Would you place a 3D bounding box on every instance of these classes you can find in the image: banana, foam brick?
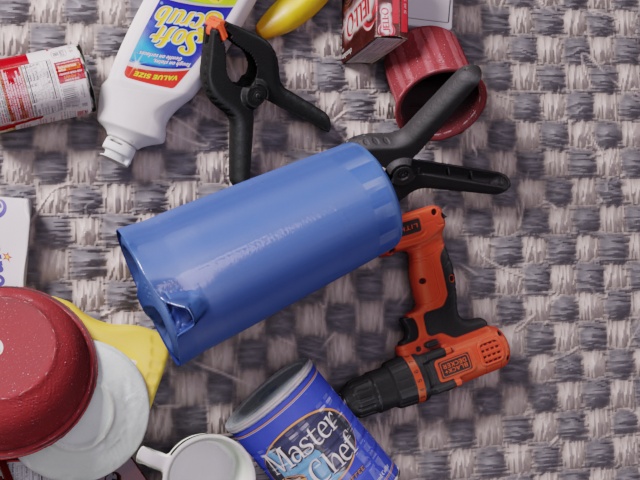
[{"bbox_3d":[-0.004,-0.287,1.089,0.069,0.037,0.198,17,80,8],"label":"banana"},{"bbox_3d":[-0.195,0.220,0.994,0.053,0.051,0.078,-35,94,-14],"label":"foam brick"}]

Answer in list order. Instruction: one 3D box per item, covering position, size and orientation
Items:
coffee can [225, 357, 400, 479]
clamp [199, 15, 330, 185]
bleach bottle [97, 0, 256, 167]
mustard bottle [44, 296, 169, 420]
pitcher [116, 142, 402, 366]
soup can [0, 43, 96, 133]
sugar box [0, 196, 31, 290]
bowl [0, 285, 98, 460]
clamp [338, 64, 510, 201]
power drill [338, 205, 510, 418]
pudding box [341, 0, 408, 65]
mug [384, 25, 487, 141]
[{"bbox_3d":[-0.007,0.197,1.015,0.102,0.103,0.140,-41,96,-13],"label":"coffee can"},{"bbox_3d":[-0.073,-0.133,1.032,0.120,0.039,0.171,-47,123,-14],"label":"clamp"},{"bbox_3d":[-0.137,-0.184,1.034,0.102,0.068,0.251,26,82,-9],"label":"bleach bottle"},{"bbox_3d":[-0.243,0.104,0.987,0.191,0.058,0.096,20,83,-12],"label":"mustard bottle"},{"bbox_3d":[-0.056,0.001,0.975,0.242,0.145,0.149,-25,65,-15],"label":"pitcher"},{"bbox_3d":[-0.267,-0.141,0.995,0.102,0.069,0.068,-15,90,-15],"label":"soup can"},{"bbox_3d":[-0.357,0.001,0.974,0.176,0.048,0.093,4,85,-12],"label":"sugar box"},{"bbox_3d":[-0.271,0.101,0.906,0.162,0.055,0.162,5,61,-10],"label":"bowl"},{"bbox_3d":[0.086,-0.072,1.065,0.210,0.036,0.164,-25,133,10],"label":"clamp"},{"bbox_3d":[0.083,0.070,1.073,0.184,0.057,0.187,-18,92,-15],"label":"power drill"},{"bbox_3d":[0.053,-0.230,1.056,0.039,0.114,0.090,3,85,-14],"label":"pudding box"},{"bbox_3d":[0.117,-0.154,1.076,0.093,0.081,0.117,-29,137,16],"label":"mug"}]
